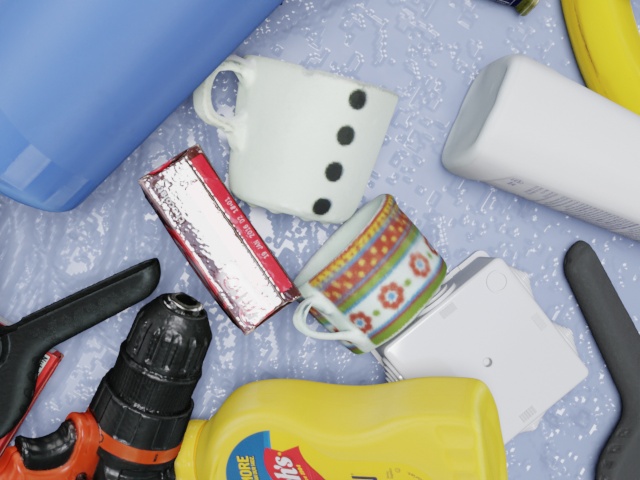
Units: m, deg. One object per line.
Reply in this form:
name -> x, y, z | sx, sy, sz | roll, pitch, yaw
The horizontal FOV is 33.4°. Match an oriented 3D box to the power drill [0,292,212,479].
power drill -> -0.152, 0.102, 0.513 | 0.187, 0.057, 0.184 | 8, 113, -38

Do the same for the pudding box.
pudding box -> -0.054, 0.001, 0.552 | 0.039, 0.113, 0.090 | -34, 93, -5

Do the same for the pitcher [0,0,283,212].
pitcher -> -0.088, -0.140, 0.499 | 0.145, 0.149, 0.243 | 40, 100, -24

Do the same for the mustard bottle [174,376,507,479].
mustard bottle -> -0.002, 0.116, 0.565 | 0.192, 0.058, 0.096 | -2, 127, 19

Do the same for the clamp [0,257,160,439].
clamp -> -0.163, 0.051, 0.550 | 0.120, 0.039, 0.171 | 25, 94, -6

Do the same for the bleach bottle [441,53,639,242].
bleach bottle -> 0.197, -0.020, 0.582 | 0.250, 0.102, 0.068 | 24, 91, -5
